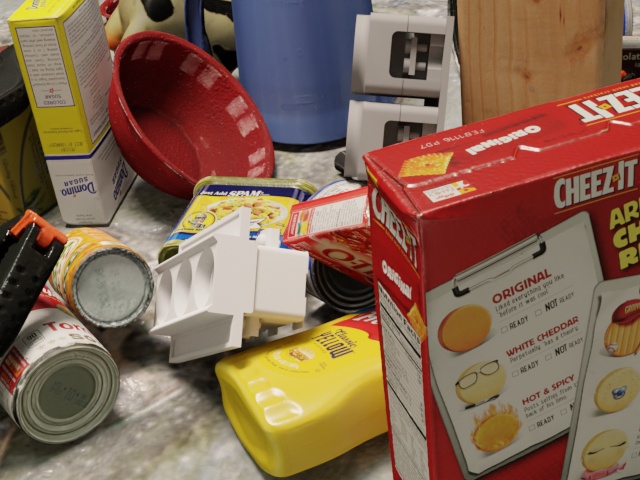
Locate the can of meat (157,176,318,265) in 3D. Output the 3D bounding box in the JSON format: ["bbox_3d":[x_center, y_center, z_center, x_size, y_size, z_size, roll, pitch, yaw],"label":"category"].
[{"bbox_3d":[-0.055,0.001,0.757,0.102,0.057,0.083,3,36,17],"label":"can of meat"}]

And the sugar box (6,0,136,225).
[{"bbox_3d":[-0.192,-0.109,0.845,0.048,0.176,0.093,1,32,9],"label":"sugar box"}]

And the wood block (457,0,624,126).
[{"bbox_3d":[0.148,-0.084,0.709,0.090,0.206,0.090,8,36,22],"label":"wood block"}]

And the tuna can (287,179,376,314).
[{"bbox_3d":[0.021,0.003,0.709,0.086,0.086,0.034,-26,31,-27],"label":"tuna can"}]

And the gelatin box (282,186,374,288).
[{"bbox_3d":[0.035,0.002,0.643,0.073,0.089,0.030,-11,60,47],"label":"gelatin box"}]

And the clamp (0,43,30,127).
[{"bbox_3d":[-0.273,-0.131,0.844,0.120,0.039,0.171,-5,34,8],"label":"clamp"}]

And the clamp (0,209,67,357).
[{"bbox_3d":[-0.226,0.073,0.619,0.210,0.036,0.165,-43,40,7],"label":"clamp"}]

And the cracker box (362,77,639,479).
[{"bbox_3d":[0.112,0.042,0.509,0.164,0.214,0.072,-16,33,-14],"label":"cracker box"}]

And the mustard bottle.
[{"bbox_3d":[0.042,0.071,0.624,0.191,0.058,0.096,-19,22,-18],"label":"mustard bottle"}]

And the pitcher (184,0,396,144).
[{"bbox_3d":[-0.028,-0.213,0.914,0.149,0.243,0.145,-29,37,-30],"label":"pitcher"}]

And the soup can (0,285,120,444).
[{"bbox_3d":[-0.175,0.071,0.657,0.068,0.068,0.102,-25,35,-26],"label":"soup can"}]

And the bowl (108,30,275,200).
[{"bbox_3d":[-0.114,-0.089,0.862,0.055,0.162,0.162,-37,17,32],"label":"bowl"}]
